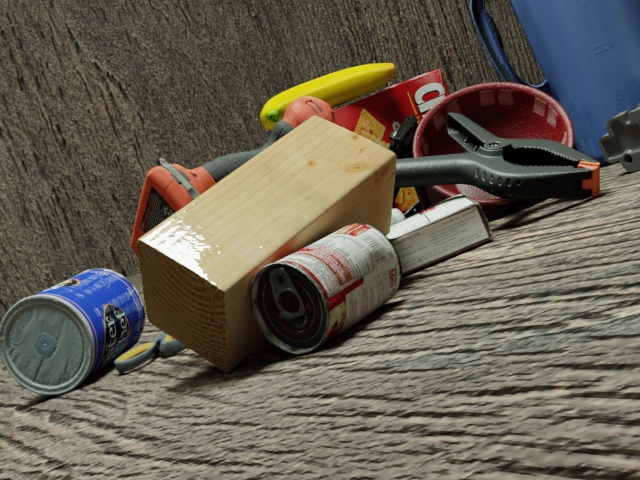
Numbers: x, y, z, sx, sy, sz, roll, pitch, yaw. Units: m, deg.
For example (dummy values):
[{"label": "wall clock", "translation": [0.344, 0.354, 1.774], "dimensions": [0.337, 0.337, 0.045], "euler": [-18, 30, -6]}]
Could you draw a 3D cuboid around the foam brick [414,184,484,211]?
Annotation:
[{"label": "foam brick", "translation": [0.149, -0.050, 1.154], "dimensions": [0.078, 0.051, 0.053], "euler": [-23, 4, -6]}]

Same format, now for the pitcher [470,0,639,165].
[{"label": "pitcher", "translation": [0.274, -0.203, 1.114], "dimensions": [0.144, 0.243, 0.149], "euler": [-26, 5, -35]}]

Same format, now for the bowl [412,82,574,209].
[{"label": "bowl", "translation": [0.177, -0.086, 1.091], "dimensions": [0.162, 0.162, 0.055], "euler": [-23, -37, -3]}]

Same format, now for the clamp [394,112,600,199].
[{"label": "clamp", "translation": [0.161, -0.076, 0.981], "dimensions": [0.210, 0.036, 0.164], "euler": [9, 31, 31]}]

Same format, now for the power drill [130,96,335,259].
[{"label": "power drill", "translation": [-0.078, -0.033, 0.954], "dimensions": [0.187, 0.057, 0.185], "euler": [-28, -29, -39]}]

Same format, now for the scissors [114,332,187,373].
[{"label": "scissors", "translation": [-0.171, 0.105, 1.103], "dimensions": [0.096, 0.016, 0.202], "euler": [-24, 5, -14]}]

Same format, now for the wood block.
[{"label": "wood block", "translation": [-0.038, -0.004, 0.848], "dimensions": [0.090, 0.091, 0.205], "euler": [29, 49, 27]}]

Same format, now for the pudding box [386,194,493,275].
[{"label": "pudding box", "translation": [0.090, -0.001, 0.951], "dimensions": [0.113, 0.039, 0.090], "euler": [-25, 7, 4]}]

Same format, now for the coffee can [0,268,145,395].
[{"label": "coffee can", "translation": [-0.258, 0.093, 1.122], "dimensions": [0.103, 0.103, 0.140], "euler": [-21, 5, 16]}]

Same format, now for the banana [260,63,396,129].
[{"label": "banana", "translation": [-0.001, -0.157, 1.182], "dimensions": [0.197, 0.037, 0.070], "euler": [-29, 26, -37]}]

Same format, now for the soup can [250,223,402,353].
[{"label": "soup can", "translation": [0.006, 0.033, 0.781], "dimensions": [0.069, 0.068, 0.102], "euler": [-18, 6, 40]}]

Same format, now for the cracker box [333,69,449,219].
[{"label": "cracker box", "translation": [0.078, -0.091, 1.253], "dimensions": [0.213, 0.164, 0.072], "euler": [-26, 7, -31]}]
